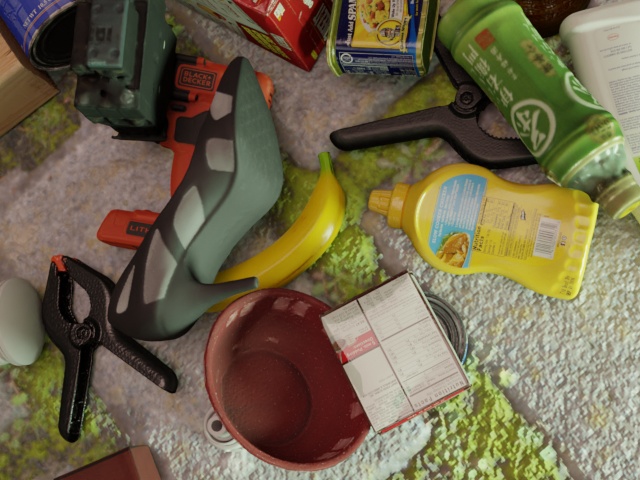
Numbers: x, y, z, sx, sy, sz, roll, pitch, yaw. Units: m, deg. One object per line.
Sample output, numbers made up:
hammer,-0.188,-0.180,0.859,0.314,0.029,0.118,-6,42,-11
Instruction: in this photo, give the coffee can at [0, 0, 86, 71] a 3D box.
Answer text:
coffee can,-0.265,-0.247,1.011,0.103,0.102,0.140,-36,77,3

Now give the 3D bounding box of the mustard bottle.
mustard bottle,0.135,-0.015,0.918,0.192,0.058,0.096,13,95,13

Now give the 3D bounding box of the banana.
banana,-0.043,0.010,0.964,0.198,0.037,0.070,-43,59,1

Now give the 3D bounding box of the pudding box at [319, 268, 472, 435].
pudding box,0.062,0.093,0.891,0.090,0.039,0.113,-28,79,4

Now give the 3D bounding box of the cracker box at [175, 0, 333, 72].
cracker box,-0.099,-0.246,0.947,0.214,0.164,0.072,30,90,14

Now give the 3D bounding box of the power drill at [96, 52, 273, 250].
power drill,-0.148,-0.083,0.980,0.184,0.057,0.187,11,84,7

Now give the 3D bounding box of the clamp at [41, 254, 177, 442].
clamp,-0.200,0.088,0.978,0.120,0.039,0.171,-17,78,6

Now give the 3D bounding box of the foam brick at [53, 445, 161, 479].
foam brick,-0.186,0.220,0.948,0.078,0.053,0.051,-24,77,7

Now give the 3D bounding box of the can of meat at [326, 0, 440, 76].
can of meat,0.057,-0.194,0.935,0.084,0.057,0.102,5,78,16

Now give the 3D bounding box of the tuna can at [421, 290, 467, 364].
tuna can,0.085,0.087,0.925,0.086,0.033,0.086,-2,81,11

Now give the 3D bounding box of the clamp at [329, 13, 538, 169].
clamp,0.130,-0.131,0.950,0.210,0.036,0.164,18,84,15

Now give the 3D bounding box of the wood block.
wood block,-0.369,-0.126,1.019,0.206,0.090,0.091,-36,78,3

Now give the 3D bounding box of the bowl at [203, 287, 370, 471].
bowl,-0.034,0.124,0.908,0.161,0.055,0.162,14,57,-23
